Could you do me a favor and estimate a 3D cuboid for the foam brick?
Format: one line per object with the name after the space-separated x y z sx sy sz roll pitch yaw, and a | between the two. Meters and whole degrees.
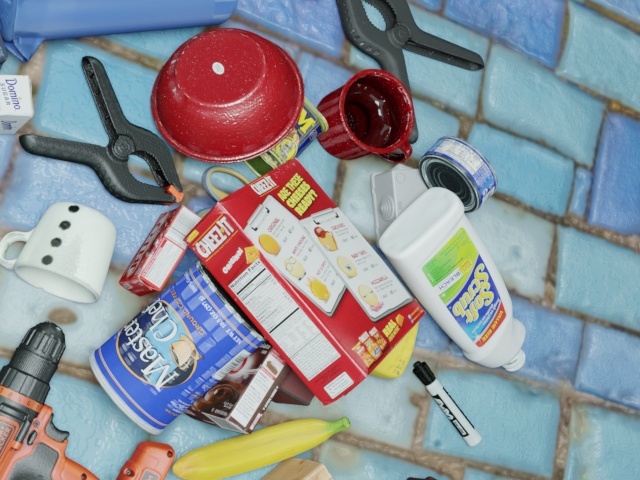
-0.039 0.138 1.115 0.051 0.078 0.053 33 71 -22 | foam brick

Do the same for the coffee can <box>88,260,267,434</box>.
-0.136 0.103 1.029 0.140 0.103 0.102 -41 104 1 | coffee can

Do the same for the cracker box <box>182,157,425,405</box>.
-0.012 0.037 1.055 0.214 0.072 0.164 49 32 3 | cracker box

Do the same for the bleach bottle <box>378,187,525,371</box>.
0.170 0.059 1.208 0.102 0.068 0.250 -43 123 -4 | bleach bottle

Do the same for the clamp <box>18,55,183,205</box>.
-0.205 -0.103 1.081 0.171 0.039 0.120 33 75 -26 | clamp

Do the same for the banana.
-0.068 0.212 1.096 0.197 0.070 0.037 -12 65 -29 | banana

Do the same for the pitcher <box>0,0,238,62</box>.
-0.206 -0.275 1.051 0.242 0.149 0.145 -9 53 -31 | pitcher

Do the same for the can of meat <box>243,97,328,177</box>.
-0.057 -0.126 1.148 0.102 0.058 0.083 47 70 -14 | can of meat

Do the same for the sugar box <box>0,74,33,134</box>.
-0.361 -0.124 0.976 0.175 0.093 0.048 -6 87 -28 | sugar box

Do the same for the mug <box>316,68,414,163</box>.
0.053 -0.128 1.187 0.117 0.082 0.093 39 69 -17 | mug

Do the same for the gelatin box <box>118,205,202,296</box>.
-0.161 0.011 1.070 0.030 0.073 0.089 36 71 -18 | gelatin box

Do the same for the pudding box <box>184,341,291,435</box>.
-0.089 0.141 1.068 0.039 0.114 0.090 45 66 -32 | pudding box

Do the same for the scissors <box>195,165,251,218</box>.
-0.058 0.001 1.155 0.201 0.016 0.096 42 70 -16 | scissors

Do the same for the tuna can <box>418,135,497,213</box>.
0.150 -0.071 1.171 0.033 0.086 0.086 -45 104 -22 | tuna can

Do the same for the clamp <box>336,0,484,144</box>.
0.095 -0.236 1.245 0.164 0.036 0.210 -40 98 -32 | clamp

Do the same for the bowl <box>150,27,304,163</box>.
-0.098 -0.161 1.087 0.162 0.055 0.162 -2 65 3 | bowl

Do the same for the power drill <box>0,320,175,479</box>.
-0.238 0.193 1.022 0.187 0.057 0.184 30 75 -18 | power drill

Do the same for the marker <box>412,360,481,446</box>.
0.145 0.187 1.232 0.020 0.020 0.121 -42 103 -24 | marker
